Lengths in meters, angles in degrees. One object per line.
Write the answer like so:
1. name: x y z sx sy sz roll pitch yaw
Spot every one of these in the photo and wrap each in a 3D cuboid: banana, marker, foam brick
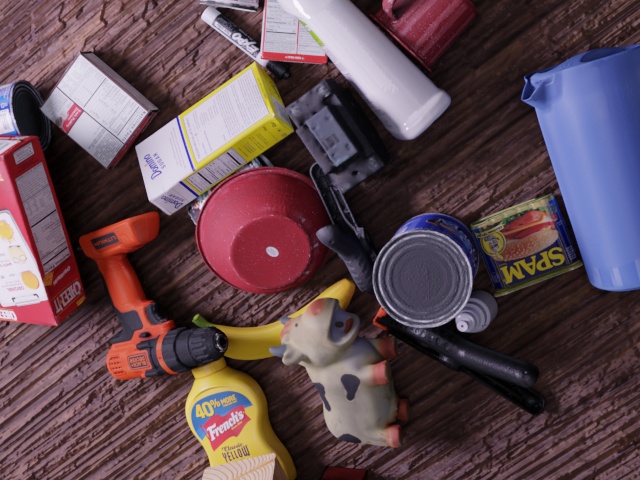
1. banana: -0.048 0.099 1.236 0.198 0.037 0.069 -15 117 9
2. marker: -0.083 -0.222 1.210 0.121 0.020 0.020 39 103 3
3. foam brick: 0.026 0.311 1.252 0.053 0.051 0.078 2 99 11

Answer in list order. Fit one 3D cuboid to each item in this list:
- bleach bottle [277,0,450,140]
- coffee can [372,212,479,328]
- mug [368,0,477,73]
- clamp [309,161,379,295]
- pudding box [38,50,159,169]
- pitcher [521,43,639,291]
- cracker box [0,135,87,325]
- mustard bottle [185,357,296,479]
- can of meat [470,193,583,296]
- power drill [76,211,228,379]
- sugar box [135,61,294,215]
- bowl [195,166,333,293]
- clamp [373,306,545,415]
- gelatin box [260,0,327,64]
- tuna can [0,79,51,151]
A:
1. bleach bottle: 0.025 -0.217 1.122 0.068 0.102 0.250 -44 102 -1
2. coffee can: 0.116 0.029 1.146 0.103 0.140 0.103 2 99 11
3. mug: 0.106 -0.242 1.124 0.081 0.117 0.093 -47 55 9
4. clamp: 0.034 0.006 1.164 0.039 0.120 0.171 -21 123 21
5. pudding box: -0.259 -0.152 1.247 0.113 0.039 0.090 40 103 1
6. pitcher: 0.314 -0.080 1.105 0.149 0.144 0.243 -13 100 25
7. cracker box: -0.374 -0.015 1.227 0.164 0.072 0.214 3 119 27
8. mustard bottle: -0.105 0.212 1.260 0.096 0.058 0.191 -21 94 16
9. can of meat: 0.223 0.004 1.164 0.102 0.057 0.084 -22 91 13
10. power drill: -0.198 0.066 1.231 0.185 0.057 0.187 -15 92 37
11. sugar box: -0.121 -0.113 1.200 0.176 0.048 0.093 -34 49 16
12. bowl: -0.058 0.001 1.189 0.162 0.055 0.162 -3 117 -6
13. clamp: 0.152 0.122 1.161 0.210 0.164 0.036 28 78 15
14. gelatin box: -0.027 -0.243 1.181 0.073 0.030 0.089 3 98 -7
15. tuna can: -0.350 -0.141 1.242 0.034 0.086 0.086 -12 96 14
